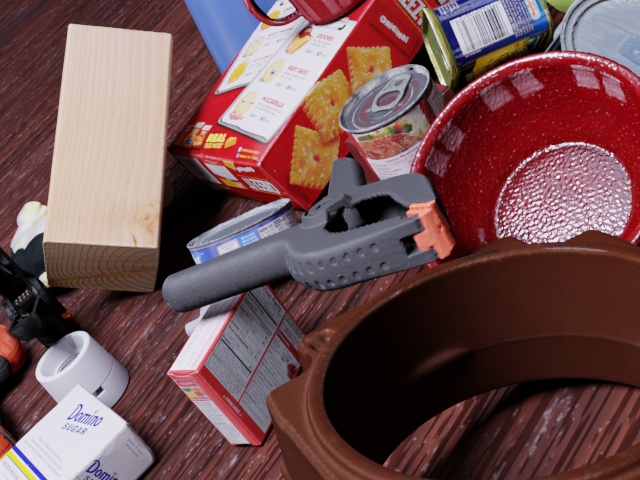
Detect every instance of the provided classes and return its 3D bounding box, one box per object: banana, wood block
[{"bbox_3d":[0.147,-0.079,0.745,0.070,0.037,0.197,-52,18,29],"label":"banana"},{"bbox_3d":[-0.176,-0.070,0.901,0.090,0.090,0.206,4,64,-10],"label":"wood block"}]

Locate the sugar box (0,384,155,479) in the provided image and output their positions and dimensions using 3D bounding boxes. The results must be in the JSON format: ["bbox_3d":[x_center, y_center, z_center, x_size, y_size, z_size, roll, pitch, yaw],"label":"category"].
[{"bbox_3d":[-0.200,0.184,0.719,0.176,0.048,0.093,-42,30,-18],"label":"sugar box"}]

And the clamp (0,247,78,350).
[{"bbox_3d":[-0.240,0.040,0.851,0.039,0.120,0.171,-31,-13,-7],"label":"clamp"}]

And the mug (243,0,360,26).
[{"bbox_3d":[-0.012,-0.222,0.862,0.117,0.081,0.093,-45,31,1],"label":"mug"}]

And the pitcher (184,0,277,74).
[{"bbox_3d":[-0.084,-0.274,1.043,0.149,0.242,0.144,16,55,47],"label":"pitcher"}]

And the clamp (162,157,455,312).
[{"bbox_3d":[0.014,-0.011,0.628,0.164,0.036,0.210,-40,19,-31],"label":"clamp"}]

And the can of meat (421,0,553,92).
[{"bbox_3d":[0.126,-0.157,0.809,0.084,0.057,0.102,-22,-5,4],"label":"can of meat"}]

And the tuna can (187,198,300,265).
[{"bbox_3d":[-0.055,0.001,0.808,0.086,0.034,0.086,-24,9,4],"label":"tuna can"}]

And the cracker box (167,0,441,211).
[{"bbox_3d":[-0.014,-0.134,0.914,0.164,0.072,0.213,14,65,55],"label":"cracker box"}]

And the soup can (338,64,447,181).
[{"bbox_3d":[0.067,-0.059,0.728,0.069,0.102,0.068,-26,31,17],"label":"soup can"}]

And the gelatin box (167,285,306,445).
[{"bbox_3d":[-0.049,0.075,0.687,0.030,0.073,0.089,-8,40,38],"label":"gelatin box"}]

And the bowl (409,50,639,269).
[{"bbox_3d":[0.134,-0.029,0.633,0.162,0.055,0.162,-15,61,29],"label":"bowl"}]
